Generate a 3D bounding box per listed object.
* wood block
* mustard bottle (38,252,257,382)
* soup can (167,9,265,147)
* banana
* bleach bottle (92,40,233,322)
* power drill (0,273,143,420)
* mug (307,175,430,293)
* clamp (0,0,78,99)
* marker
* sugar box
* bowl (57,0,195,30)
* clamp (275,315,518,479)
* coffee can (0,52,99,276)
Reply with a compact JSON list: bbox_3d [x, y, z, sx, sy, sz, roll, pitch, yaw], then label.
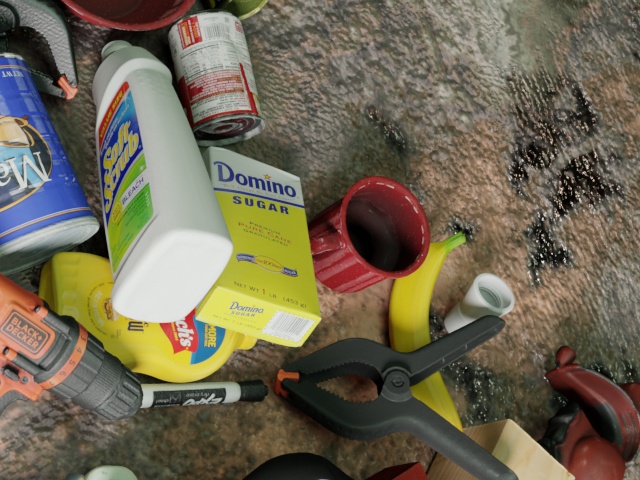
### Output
[{"bbox_3d":[0.123,0.266,0.906,0.090,0.091,0.205,42,56,-13],"label":"wood block"},{"bbox_3d":[-0.123,0.064,0.847,0.191,0.058,0.096,6,68,-30],"label":"mustard bottle"},{"bbox_3d":[-0.092,-0.141,0.933,0.068,0.069,0.102,-6,76,-33],"label":"soup can"},{"bbox_3d":[0.096,0.085,0.972,0.037,0.070,0.198,36,54,-66],"label":"banana"},{"bbox_3d":[-0.141,-0.063,0.841,0.068,0.103,0.251,13,40,-37],"label":"bleach bottle"},{"bbox_3d":[-0.230,0.124,0.722,0.184,0.057,0.187,43,74,-32],"label":"power drill"},{"bbox_3d":[0.028,0.002,0.946,0.117,0.082,0.093,-15,82,-34],"label":"mug"},{"bbox_3d":[-0.251,-0.186,0.845,0.171,0.039,0.120,37,102,-19],"label":"clamp"},{"bbox_3d":[-0.097,0.124,0.865,0.120,0.020,0.020,2,72,-30],"label":"marker"},{"bbox_3d":[-0.056,0.001,0.875,0.093,0.048,0.176,19,39,-25],"label":"sugar box"},{"bbox_3d":[-0.184,-0.244,0.921,0.161,0.055,0.162,11,68,-28],"label":"bowl"},{"bbox_3d":[0.068,0.136,0.900,0.210,0.036,0.164,0,53,-8],"label":"clamp"},{"bbox_3d":[-0.239,-0.053,0.791,0.102,0.103,0.140,-22,85,-35],"label":"coffee can"}]
